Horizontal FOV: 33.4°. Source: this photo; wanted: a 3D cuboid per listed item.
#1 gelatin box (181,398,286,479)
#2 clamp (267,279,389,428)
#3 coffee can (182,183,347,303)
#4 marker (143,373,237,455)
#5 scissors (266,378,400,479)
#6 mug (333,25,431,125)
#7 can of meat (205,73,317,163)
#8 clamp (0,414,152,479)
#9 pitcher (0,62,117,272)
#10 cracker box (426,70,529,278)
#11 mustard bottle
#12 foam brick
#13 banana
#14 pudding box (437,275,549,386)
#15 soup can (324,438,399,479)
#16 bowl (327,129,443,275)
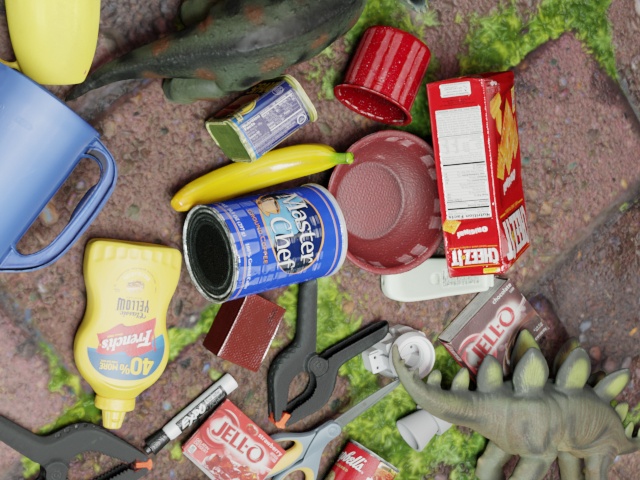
[{"bbox_3d":[-0.094,0.227,1.151,0.089,0.030,0.073,43,70,0],"label":"gelatin box"},{"bbox_3d":[0.002,0.136,1.201,0.120,0.039,0.171,24,91,-15],"label":"clamp"},{"bbox_3d":[-0.057,0.001,1.112,0.140,0.103,0.103,-13,100,-35],"label":"coffee can"},{"bbox_3d":[-0.141,0.188,1.151,0.121,0.020,0.020,-39,109,-17],"label":"marker"},{"bbox_3d":[0.011,0.232,1.206,0.201,0.016,0.096,-21,112,-8],"label":"scissors"},{"bbox_3d":[0.077,-0.179,1.186,0.117,0.093,0.081,37,72,-55],"label":"mug"},{"bbox_3d":[-0.064,-0.126,1.112,0.084,0.102,0.057,-38,108,-15],"label":"can of meat"},{"bbox_3d":[-0.278,0.244,1.084,0.209,0.036,0.164,7,92,-26],"label":"clamp"},{"bbox_3d":[-0.315,-0.036,0.989,0.243,0.149,0.144,-57,142,-6],"label":"pitcher"},{"bbox_3d":[0.183,-0.079,1.199,0.164,0.072,0.214,-27,111,-67],"label":"cracker box"},{"bbox_3d":[-0.202,0.097,1.093,0.096,0.058,0.191,7,92,-24],"label":"mustard bottle"},{"bbox_3d":[-0.082,0.095,1.152,0.053,0.051,0.078,29,83,-25],"label":"foam brick"},{"bbox_3d":[-0.067,-0.072,1.134,0.197,0.070,0.037,-18,96,-10],"label":"banana"},{"bbox_3d":[0.210,0.113,1.295,0.113,0.039,0.090,-46,111,-14],"label":"pudding box"},{"bbox_3d":[0.035,0.287,1.215,0.068,0.069,0.102,37,80,-23],"label":"soup can"},{"bbox_3d":[0.068,-0.044,1.205,0.161,0.055,0.162,-2,96,-25],"label":"bowl"}]
